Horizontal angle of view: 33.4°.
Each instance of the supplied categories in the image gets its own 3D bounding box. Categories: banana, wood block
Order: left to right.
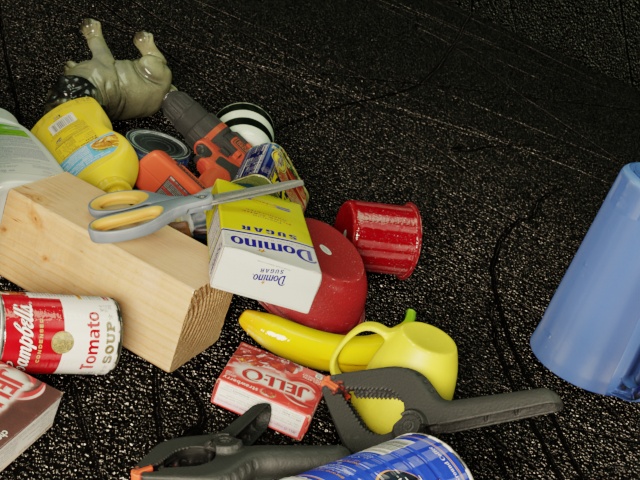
[{"bbox_3d":[-0.191,0.026,0.994,0.206,0.090,0.090,27,25,16],"label":"wood block"},{"bbox_3d":[0.016,0.101,1.052,0.197,0.037,0.070,3,40,-27],"label":"banana"}]

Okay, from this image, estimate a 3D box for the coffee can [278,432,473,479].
[{"bbox_3d":[0.034,0.205,0.771,0.140,0.103,0.103,-8,36,-47],"label":"coffee can"}]

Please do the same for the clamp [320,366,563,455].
[{"bbox_3d":[0.090,0.156,0.900,0.210,0.164,0.036,32,-11,40],"label":"clamp"}]

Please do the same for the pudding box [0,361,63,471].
[{"bbox_3d":[-0.258,0.128,0.786,0.090,0.039,0.113,24,24,8],"label":"pudding box"}]

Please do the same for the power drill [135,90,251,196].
[{"bbox_3d":[-0.146,-0.093,1.264,0.184,0.057,0.187,43,29,0],"label":"power drill"}]

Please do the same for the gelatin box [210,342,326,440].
[{"bbox_3d":[-0.044,0.133,0.953,0.089,0.030,0.073,22,24,5],"label":"gelatin box"}]

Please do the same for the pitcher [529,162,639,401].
[{"bbox_3d":[0.341,0.047,1.169,0.149,0.243,0.144,25,26,13],"label":"pitcher"}]

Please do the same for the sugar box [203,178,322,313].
[{"bbox_3d":[-0.056,0.001,0.985,0.093,0.048,0.176,16,17,-15],"label":"sugar box"}]

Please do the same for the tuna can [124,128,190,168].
[{"bbox_3d":[-0.206,-0.106,1.329,0.086,0.034,0.086,17,24,-8],"label":"tuna can"}]

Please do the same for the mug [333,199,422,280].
[{"bbox_3d":[0.060,-0.003,1.266,0.081,0.093,0.117,6,-4,-18],"label":"mug"}]

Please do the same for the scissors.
[{"bbox_3d":[-0.124,-0.039,0.977,0.201,0.016,0.096,-20,31,-29],"label":"scissors"}]

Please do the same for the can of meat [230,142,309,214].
[{"bbox_3d":[-0.058,-0.051,1.225,0.058,0.102,0.084,-17,29,22],"label":"can of meat"}]

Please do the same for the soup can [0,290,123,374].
[{"bbox_3d":[-0.223,0.078,0.885,0.102,0.069,0.069,5,28,-31],"label":"soup can"}]

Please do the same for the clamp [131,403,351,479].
[{"bbox_3d":[-0.075,0.167,0.836,0.171,0.039,0.120,-4,10,-30],"label":"clamp"}]

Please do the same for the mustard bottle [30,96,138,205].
[{"bbox_3d":[-0.254,-0.084,1.183,0.096,0.058,0.192,-35,45,-9],"label":"mustard bottle"}]

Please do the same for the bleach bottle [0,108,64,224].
[{"bbox_3d":[-0.335,-0.087,1.156,0.102,0.068,0.251,5,26,-30],"label":"bleach bottle"}]

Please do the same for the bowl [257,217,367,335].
[{"bbox_3d":[-0.007,0.027,1.120,0.162,0.055,0.162,26,32,-18],"label":"bowl"}]
